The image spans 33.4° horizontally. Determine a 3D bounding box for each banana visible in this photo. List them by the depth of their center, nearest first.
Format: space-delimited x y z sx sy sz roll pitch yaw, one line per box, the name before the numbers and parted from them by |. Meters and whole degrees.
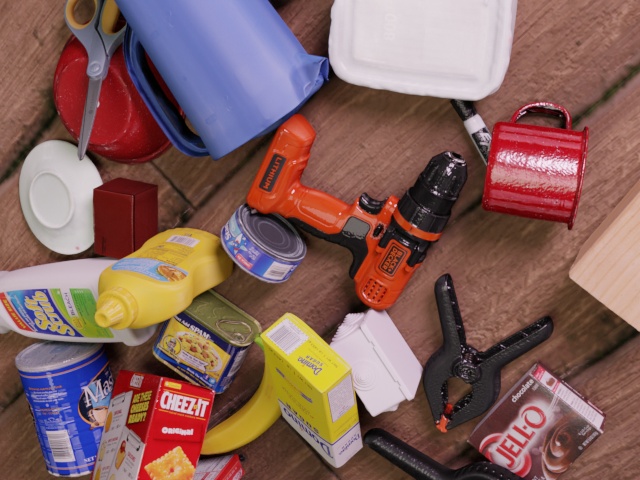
banana | -0.073 0.178 1.181 0.069 0.037 0.198 25 122 -5

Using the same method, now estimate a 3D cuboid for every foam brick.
foam brick | -0.213 -0.024 1.165 0.053 0.051 0.078 12 113 20

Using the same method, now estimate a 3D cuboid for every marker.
marker | 0.156 -0.087 0.999 0.020 0.020 0.121 -27 97 29

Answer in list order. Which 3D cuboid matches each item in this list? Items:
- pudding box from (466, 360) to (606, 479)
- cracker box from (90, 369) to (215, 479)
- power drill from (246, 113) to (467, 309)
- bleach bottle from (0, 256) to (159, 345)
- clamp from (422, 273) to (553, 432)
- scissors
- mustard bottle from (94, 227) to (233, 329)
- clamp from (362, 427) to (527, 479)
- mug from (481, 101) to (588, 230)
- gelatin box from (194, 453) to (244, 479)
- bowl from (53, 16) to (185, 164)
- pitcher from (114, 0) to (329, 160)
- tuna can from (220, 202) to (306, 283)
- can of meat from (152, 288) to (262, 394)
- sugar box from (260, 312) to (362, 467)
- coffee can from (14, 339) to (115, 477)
pudding box | 0.215 0.188 1.063 0.090 0.039 0.114 38 119 6
cracker box | -0.191 0.254 1.149 0.164 0.072 0.213 -7 67 63
power drill | 0.033 -0.045 1.046 0.188 0.057 0.185 33 118 9
bleach bottle | -0.310 0.077 1.238 0.251 0.068 0.102 -7 114 31
clamp | 0.142 0.114 1.068 0.120 0.039 0.172 34 119 11
scissors | -0.237 -0.180 1.071 0.096 0.016 0.201 16 76 22
mustard bottle | -0.170 0.043 1.090 0.096 0.191 0.058 13 113 19
clamp | 0.143 0.261 1.102 0.210 0.036 0.164 -14 106 40
mug | 0.190 -0.072 0.948 0.081 0.093 0.117 9 71 9
gelatin box | -0.142 0.282 1.234 0.089 0.073 0.030 -13 104 26
bowl | -0.224 -0.151 1.121 0.162 0.055 0.162 8 112 21
pitcher | -0.118 -0.200 0.998 0.149 0.145 0.243 -36 98 -10
tuna can | -0.057 0.001 1.087 0.086 0.086 0.034 42 118 5
can of meat | -0.127 0.109 1.174 0.102 0.057 0.084 33 121 10
sugar box | -0.007 0.156 1.080 0.093 0.048 0.176 40 155 30
coffee can | -0.288 0.189 1.247 0.103 0.102 0.140 -4 107 25
